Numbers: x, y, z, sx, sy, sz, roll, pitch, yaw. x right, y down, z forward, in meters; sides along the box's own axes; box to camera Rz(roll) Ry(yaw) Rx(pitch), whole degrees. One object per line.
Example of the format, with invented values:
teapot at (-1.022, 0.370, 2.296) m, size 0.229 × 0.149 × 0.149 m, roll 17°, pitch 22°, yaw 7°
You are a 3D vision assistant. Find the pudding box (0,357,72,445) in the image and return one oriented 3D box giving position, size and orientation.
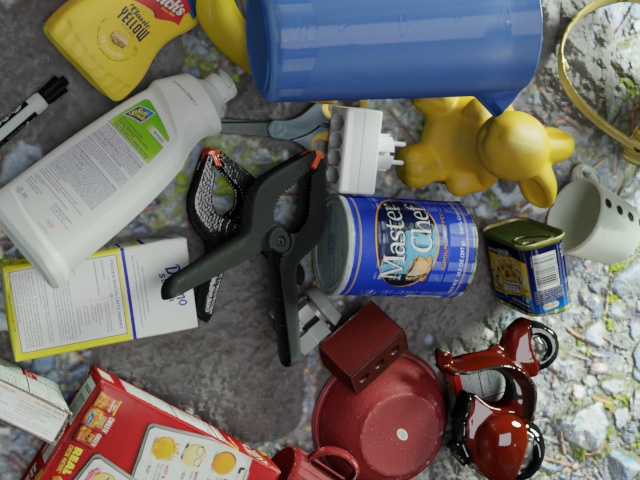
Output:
pudding box at (-0.292, 0.139, 0.989) m, size 0.113 × 0.090 × 0.039 m, roll 29°, pitch 88°, yaw -22°

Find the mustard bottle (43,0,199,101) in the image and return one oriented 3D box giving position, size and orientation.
mustard bottle at (-0.156, -0.227, 0.987) m, size 0.191 × 0.058 × 0.096 m, roll -47°, pitch 121°, yaw -7°

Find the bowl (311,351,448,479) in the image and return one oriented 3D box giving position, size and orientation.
bowl at (0.075, 0.201, 1.146) m, size 0.162 × 0.055 × 0.162 m, roll -4°, pitch 101°, yaw -19°

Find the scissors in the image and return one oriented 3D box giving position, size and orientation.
scissors at (-0.032, -0.128, 1.072) m, size 0.201 × 0.016 × 0.096 m, roll 18°, pitch 92°, yaw -21°

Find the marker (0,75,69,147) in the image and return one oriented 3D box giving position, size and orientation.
marker at (-0.281, -0.110, 0.986) m, size 0.121 × 0.020 × 0.020 m, roll -42°, pitch 110°, yaw -8°

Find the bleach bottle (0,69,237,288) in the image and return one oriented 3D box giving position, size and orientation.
bleach bottle at (-0.176, -0.071, 0.987) m, size 0.250 × 0.068 × 0.102 m, roll -39°, pitch 80°, yaw -17°

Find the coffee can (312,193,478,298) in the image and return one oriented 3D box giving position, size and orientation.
coffee can at (0.074, 0.007, 1.085) m, size 0.140 × 0.103 × 0.103 m, roll 2°, pitch 99°, yaw -20°

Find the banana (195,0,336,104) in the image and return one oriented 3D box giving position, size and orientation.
banana at (-0.060, -0.185, 1.011) m, size 0.197 × 0.070 × 0.037 m, roll 42°, pitch 60°, yaw -43°

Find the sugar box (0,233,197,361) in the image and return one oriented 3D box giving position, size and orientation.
sugar box at (-0.212, 0.053, 1.026) m, size 0.176 × 0.048 × 0.093 m, roll -9°, pitch 100°, yaw -20°

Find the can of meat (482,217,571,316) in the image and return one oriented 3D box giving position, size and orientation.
can of meat at (0.222, 0.029, 1.142) m, size 0.057 × 0.102 × 0.084 m, roll -16°, pitch 106°, yaw -16°

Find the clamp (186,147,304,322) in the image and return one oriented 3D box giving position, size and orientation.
clamp at (-0.078, -0.011, 1.065) m, size 0.120 × 0.039 × 0.171 m, roll -13°, pitch 107°, yaw -28°

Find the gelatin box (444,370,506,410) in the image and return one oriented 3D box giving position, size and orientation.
gelatin box at (0.188, 0.167, 1.193) m, size 0.089 × 0.030 × 0.073 m, roll -16°, pitch 103°, yaw -15°

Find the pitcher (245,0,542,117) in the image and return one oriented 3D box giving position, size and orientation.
pitcher at (0.061, -0.195, 0.940) m, size 0.242 × 0.149 × 0.145 m, roll -6°, pitch 144°, yaw -14°

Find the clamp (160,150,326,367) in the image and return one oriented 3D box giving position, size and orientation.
clamp at (-0.057, 0.001, 1.035) m, size 0.164 × 0.036 × 0.210 m, roll 25°, pitch 79°, yaw -33°

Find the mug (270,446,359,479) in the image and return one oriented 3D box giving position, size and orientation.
mug at (-0.011, 0.259, 1.104) m, size 0.081 × 0.093 × 0.117 m, roll 37°, pitch 108°, yaw -17°

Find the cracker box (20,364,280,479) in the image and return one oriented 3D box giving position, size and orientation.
cracker box at (-0.175, 0.244, 1.059) m, size 0.213 × 0.072 × 0.164 m, roll 32°, pitch 89°, yaw -22°

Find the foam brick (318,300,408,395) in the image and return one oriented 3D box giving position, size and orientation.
foam brick at (0.045, 0.112, 1.108) m, size 0.078 × 0.051 × 0.053 m, roll -41°, pitch 154°, yaw -12°
